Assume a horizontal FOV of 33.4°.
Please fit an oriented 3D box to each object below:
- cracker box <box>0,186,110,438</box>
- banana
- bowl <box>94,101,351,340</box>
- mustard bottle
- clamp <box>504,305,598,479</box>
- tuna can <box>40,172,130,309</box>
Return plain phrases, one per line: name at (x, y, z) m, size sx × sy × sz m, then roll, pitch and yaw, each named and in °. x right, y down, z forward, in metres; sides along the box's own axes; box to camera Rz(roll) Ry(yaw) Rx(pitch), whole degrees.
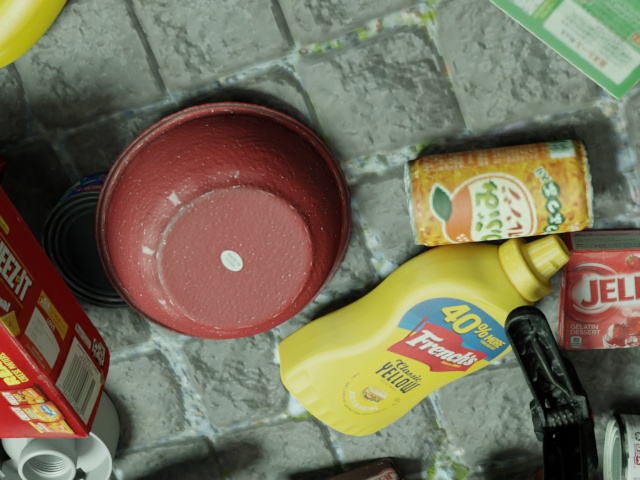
cracker box at (-0.254, 0.048, 0.629) m, size 0.214 × 0.072 × 0.164 m, roll -3°, pitch 139°, yaw 17°
banana at (-0.158, -0.164, 0.590) m, size 0.037 × 0.069 × 0.198 m, roll 43°, pitch 111°, yaw 20°
bowl at (-0.054, 0.001, 0.645) m, size 0.162 × 0.055 × 0.162 m, roll -4°, pitch 114°, yaw -10°
mustard bottle at (0.072, 0.053, 0.677) m, size 0.192 × 0.058 × 0.096 m, roll -34°, pitch 127°, yaw 22°
clamp at (0.149, 0.117, 0.655) m, size 0.039 × 0.120 × 0.171 m, roll -10°, pitch 157°, yaw 21°
tuna can at (-0.135, 0.000, 0.691) m, size 0.086 × 0.033 × 0.086 m, roll 3°, pitch 119°, yaw 5°
